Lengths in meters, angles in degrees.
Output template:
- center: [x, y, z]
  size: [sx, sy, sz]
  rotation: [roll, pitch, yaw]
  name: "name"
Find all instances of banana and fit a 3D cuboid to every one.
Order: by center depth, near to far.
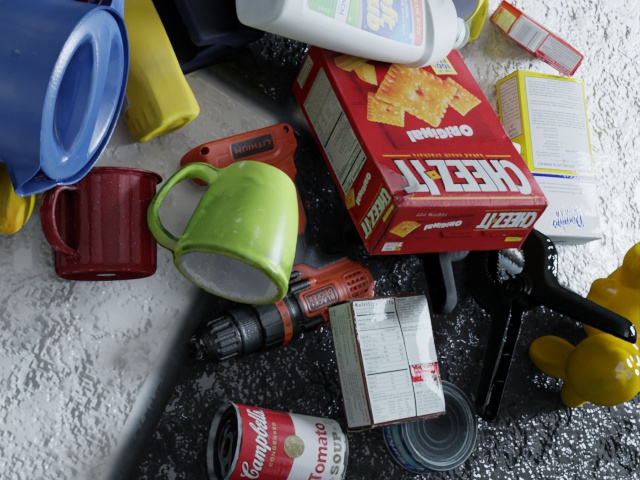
- center: [-0.232, -0.081, 0.860]
  size: [0.037, 0.070, 0.197]
  rotation: [19, 60, -14]
  name: "banana"

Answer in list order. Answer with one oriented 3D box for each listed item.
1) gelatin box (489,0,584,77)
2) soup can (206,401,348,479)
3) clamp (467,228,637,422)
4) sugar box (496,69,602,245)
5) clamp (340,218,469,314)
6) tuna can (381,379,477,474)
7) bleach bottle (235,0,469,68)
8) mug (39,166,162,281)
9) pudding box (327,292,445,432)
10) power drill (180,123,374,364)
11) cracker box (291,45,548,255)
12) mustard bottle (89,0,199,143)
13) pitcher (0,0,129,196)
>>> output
- center: [0.229, -0.214, 1.131]
  size: [0.089, 0.073, 0.030]
  rotation: [29, 108, -18]
  name: "gelatin box"
- center: [-0.036, 0.177, 0.897]
  size: [0.102, 0.069, 0.068]
  rotation: [13, 71, -24]
  name: "soup can"
- center: [0.186, 0.061, 1.016]
  size: [0.036, 0.165, 0.210]
  rotation: [34, 24, -43]
  name: "clamp"
- center: [0.238, -0.085, 1.117]
  size: [0.093, 0.048, 0.176]
  rotation: [3, 79, -27]
  name: "sugar box"
- center: [0.103, 0.005, 0.987]
  size: [0.120, 0.039, 0.171]
  rotation: [47, 38, 12]
  name: "clamp"
- center: [0.102, 0.172, 0.986]
  size: [0.086, 0.034, 0.086]
  rotation: [7, 74, -25]
  name: "tuna can"
- center: [0.042, -0.211, 0.931]
  size: [0.250, 0.068, 0.102]
  rotation: [4, 89, -44]
  name: "bleach bottle"
- center: [-0.179, -0.012, 0.855]
  size: [0.117, 0.093, 0.081]
  rotation: [14, 72, -63]
  name: "mug"
- center: [0.058, 0.105, 0.931]
  size: [0.089, 0.039, 0.113]
  rotation: [-2, 77, -37]
  name: "pudding box"
- center: [-0.056, 0.001, 0.940]
  size: [0.184, 0.057, 0.187]
  rotation: [-20, 89, -33]
  name: "power drill"
- center: [0.088, -0.091, 0.980]
  size: [0.163, 0.072, 0.214]
  rotation: [-2, 50, -28]
  name: "cracker box"
- center: [-0.165, -0.182, 0.901]
  size: [0.058, 0.096, 0.191]
  rotation: [-23, 93, -19]
  name: "mustard bottle"
- center: [-0.269, -0.146, 0.785]
  size: [0.243, 0.145, 0.149]
  rotation: [18, 33, 9]
  name: "pitcher"
